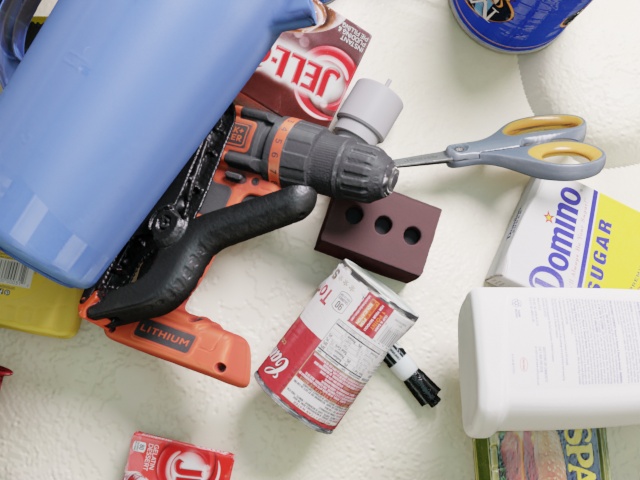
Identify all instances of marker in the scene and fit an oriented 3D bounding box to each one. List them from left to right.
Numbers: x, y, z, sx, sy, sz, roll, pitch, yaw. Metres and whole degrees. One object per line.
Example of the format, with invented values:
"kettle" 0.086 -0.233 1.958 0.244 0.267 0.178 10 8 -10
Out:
"marker" 0.044 0.073 0.774 0.020 0.020 0.121 -41 88 -11

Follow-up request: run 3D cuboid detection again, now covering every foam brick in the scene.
"foam brick" 0.041 -0.007 0.770 0.078 0.051 0.053 19 80 -4

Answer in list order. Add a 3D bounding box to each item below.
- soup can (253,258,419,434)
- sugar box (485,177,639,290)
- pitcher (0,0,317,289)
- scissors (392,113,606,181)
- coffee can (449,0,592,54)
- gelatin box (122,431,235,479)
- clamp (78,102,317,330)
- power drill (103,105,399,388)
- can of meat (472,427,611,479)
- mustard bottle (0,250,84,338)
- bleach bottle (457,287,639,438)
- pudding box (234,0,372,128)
"soup can" 0.012 0.072 0.732 0.068 0.068 0.102 37 95 0
"sugar box" 0.221 0.025 0.790 0.176 0.048 0.093 26 79 -3
"pitcher" -0.131 -0.101 0.663 0.144 0.149 0.243 36 86 -30
"scissors" 0.116 -0.055 0.766 0.201 0.096 0.016 -17 124 -22
"coffee can" 0.158 -0.206 0.770 0.102 0.140 0.103 1 81 -7
"gelatin box" -0.103 0.182 0.733 0.073 0.030 0.089 14 80 -5
"clamp" -0.092 -0.015 0.694 0.171 0.039 0.120 -36 47 7
"power drill" -0.055 0.001 0.729 0.185 0.057 0.187 15 78 23
"can of meat" 0.155 0.165 0.755 0.084 0.057 0.102 -3 81 -5
"mustard bottle" -0.197 -0.033 0.742 0.096 0.058 0.191 10 80 1
"bleach bottle" 0.223 0.084 0.724 0.250 0.068 0.102 2 65 -3
"pudding box" -0.030 -0.136 0.776 0.113 0.039 0.090 28 78 -17
